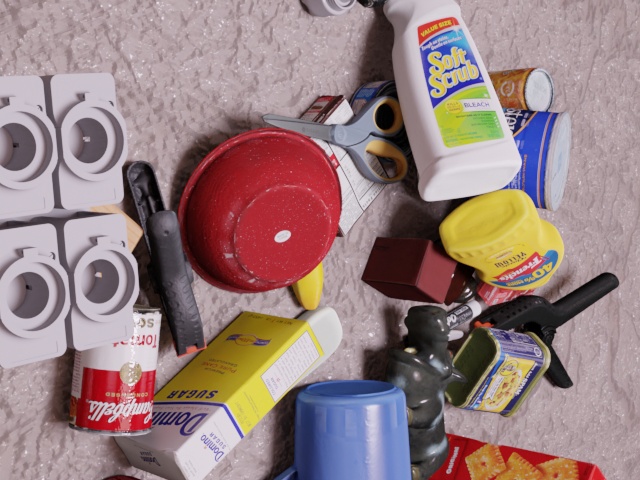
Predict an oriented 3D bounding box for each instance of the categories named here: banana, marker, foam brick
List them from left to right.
[{"bbox_3d":[-0.046,-0.014,1.007,0.069,0.037,0.197,-45,123,-1],"label":"banana"},{"bbox_3d":[0.093,0.031,1.111,0.051,0.078,0.053,33,72,-39],"label":"foam brick"},{"bbox_3d":[0.137,0.096,1.199,0.120,0.020,0.020,-24,110,-39],"label":"marker"}]

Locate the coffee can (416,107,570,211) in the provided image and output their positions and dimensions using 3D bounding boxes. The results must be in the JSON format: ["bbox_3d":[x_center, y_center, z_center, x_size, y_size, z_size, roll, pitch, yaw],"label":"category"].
[{"bbox_3d":[0.183,-0.090,1.121,0.102,0.140,0.103,8,90,-69],"label":"coffee can"}]

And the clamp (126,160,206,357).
[{"bbox_3d":[-0.130,0.017,0.902,0.039,0.120,0.171,-11,127,-8],"label":"clamp"}]

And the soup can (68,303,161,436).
[{"bbox_3d":[-0.168,0.104,0.877,0.068,0.069,0.102,6,89,-44],"label":"soup can"}]

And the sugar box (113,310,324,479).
[{"bbox_3d":[-0.088,0.134,0.938,0.176,0.094,0.048,-41,119,-34],"label":"sugar box"}]

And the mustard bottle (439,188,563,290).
[{"bbox_3d":[0.203,0.010,1.125,0.191,0.096,0.058,33,35,-56],"label":"mustard bottle"}]

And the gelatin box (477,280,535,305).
[{"bbox_3d":[0.232,0.036,1.251,0.089,0.030,0.073,-9,137,-43],"label":"gelatin box"}]

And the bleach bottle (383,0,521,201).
[{"bbox_3d":[0.113,-0.166,1.062,0.102,0.068,0.251,-9,66,-18],"label":"bleach bottle"}]

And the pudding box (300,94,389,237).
[{"bbox_3d":[0.012,-0.073,1.051,0.090,0.039,0.113,-51,127,-30],"label":"pudding box"}]

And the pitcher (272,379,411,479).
[{"bbox_3d":[0.021,0.264,1.042,0.149,0.145,0.243,-4,93,-56],"label":"pitcher"}]

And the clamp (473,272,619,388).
[{"bbox_3d":[0.272,0.102,1.293,0.209,0.036,0.165,12,108,-40],"label":"clamp"}]

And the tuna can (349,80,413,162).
[{"bbox_3d":[0.068,-0.122,1.102,0.085,0.034,0.086,-5,98,-43],"label":"tuna can"}]

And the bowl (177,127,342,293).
[{"bbox_3d":[-0.043,-0.016,0.951,0.161,0.055,0.162,-10,116,-21],"label":"bowl"}]

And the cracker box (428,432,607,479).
[{"bbox_3d":[0.228,0.291,1.170,0.164,0.214,0.072,51,59,-34],"label":"cracker box"}]

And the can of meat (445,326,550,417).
[{"bbox_3d":[0.196,0.148,1.211,0.083,0.057,0.102,13,117,-36],"label":"can of meat"}]

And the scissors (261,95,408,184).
[{"bbox_3d":[0.024,-0.116,1.019,0.201,0.016,0.096,28,70,-44],"label":"scissors"}]
